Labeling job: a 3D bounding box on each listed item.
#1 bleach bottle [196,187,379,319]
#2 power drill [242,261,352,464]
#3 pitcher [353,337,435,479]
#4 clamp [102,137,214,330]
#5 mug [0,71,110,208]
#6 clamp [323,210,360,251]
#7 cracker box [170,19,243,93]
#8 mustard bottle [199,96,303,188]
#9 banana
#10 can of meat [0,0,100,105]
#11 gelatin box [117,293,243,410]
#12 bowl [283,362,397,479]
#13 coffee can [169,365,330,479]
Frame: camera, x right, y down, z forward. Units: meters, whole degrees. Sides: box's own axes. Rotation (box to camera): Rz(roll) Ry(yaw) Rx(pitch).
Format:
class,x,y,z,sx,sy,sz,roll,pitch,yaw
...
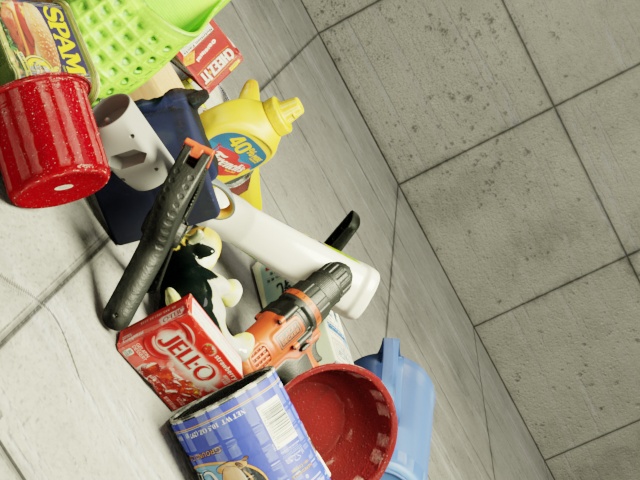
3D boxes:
class,x,y,z,sx,sy,sz,roll,pitch,yaw
bleach bottle,-0.058,0.002,1.225,0.250,0.068,0.103,31,-4,-19
power drill,-0.002,0.138,1.171,0.057,0.184,0.187,2,-55,54
pitcher,0.076,0.241,1.313,0.149,0.145,0.242,49,18,-14
clamp,-0.137,-0.008,0.934,0.039,0.171,0.120,27,7,-7
mug,-0.217,-0.073,0.858,0.117,0.093,0.081,109,-37,-76
clamp,-0.005,0.029,1.429,0.210,0.165,0.036,64,29,-45
cracker box,-0.202,-0.295,1.284,0.164,0.072,0.213,42,-5,45
mustard bottle,-0.104,-0.098,1.114,0.096,0.192,0.058,46,22,-55
banana,-0.099,-0.118,1.440,0.069,0.037,0.198,-63,152,-80
can of meat,-0.247,-0.155,0.898,0.083,0.058,0.102,-8,69,-51
gelatin box,-0.120,0.098,0.919,0.089,0.073,0.030,56,14,-32
bowl,-0.003,0.197,1.101,0.162,0.162,0.055,58,-16,-24
coffee can,-0.054,0.194,0.925,0.140,0.103,0.102,63,12,-1
